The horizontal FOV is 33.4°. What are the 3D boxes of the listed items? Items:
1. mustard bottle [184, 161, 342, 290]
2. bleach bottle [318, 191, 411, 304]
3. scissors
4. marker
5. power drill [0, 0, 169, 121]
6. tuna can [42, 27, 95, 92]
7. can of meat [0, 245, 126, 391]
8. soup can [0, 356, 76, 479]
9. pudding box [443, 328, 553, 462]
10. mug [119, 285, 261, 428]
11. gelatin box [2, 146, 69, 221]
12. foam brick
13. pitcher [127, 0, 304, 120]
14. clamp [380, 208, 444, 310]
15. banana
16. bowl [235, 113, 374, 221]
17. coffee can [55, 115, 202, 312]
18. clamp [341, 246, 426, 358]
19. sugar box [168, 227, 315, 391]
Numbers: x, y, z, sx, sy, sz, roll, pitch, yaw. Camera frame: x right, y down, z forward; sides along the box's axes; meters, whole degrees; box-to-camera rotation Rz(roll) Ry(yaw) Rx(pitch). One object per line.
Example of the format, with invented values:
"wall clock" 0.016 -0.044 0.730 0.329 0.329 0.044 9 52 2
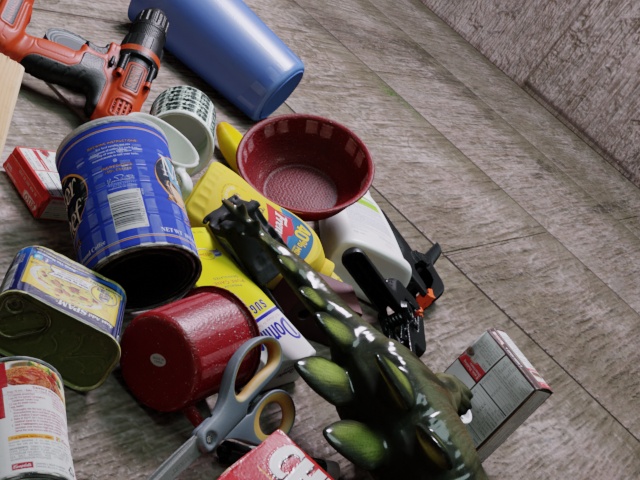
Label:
"mustard bottle" -0.057 0.001 1.142 0.191 0.058 0.096 34 40 -10
"bleach bottle" 0.046 -0.018 1.335 0.102 0.068 0.251 28 22 -16
"scissors" -0.075 0.159 0.814 0.096 0.016 0.201 59 45 -29
"marker" -0.035 0.182 0.878 0.120 0.020 0.020 19 28 -36
"power drill" -0.267 -0.219 1.181 0.187 0.057 0.184 25 56 -18
"tuna can" -0.289 -0.210 1.248 0.086 0.034 0.086 31 23 -15
"can of meat" -0.202 0.057 0.825 0.102 0.057 0.084 30 22 -17
"soup can" -0.191 0.133 0.677 0.068 0.069 0.102 21 28 -34
"pudding box" 0.169 0.160 1.102 0.039 0.114 0.090 14 32 -49
"mug" -0.103 0.100 0.861 0.081 0.093 0.117 -18 87 -58
"gelatin box" -0.245 -0.051 1.008 0.089 0.030 0.073 4 40 -53
"foam brick" -0.005 0.068 1.103 0.078 0.053 0.051 22 26 -30
"pitcher" -0.142 -0.282 1.508 0.243 0.145 0.149 43 35 5
"clamp" 0.128 0.033 1.388 0.120 0.039 0.171 19 34 -29
"banana" -0.055 -0.083 1.310 0.198 0.037 0.069 25 50 13
"bowl" -0.020 -0.075 1.245 0.162 0.055 0.162 4 49 -5
"coffee can" -0.168 -0.023 0.929 0.102 0.103 0.140 14 45 -43
"clamp" 0.078 0.077 1.158 0.164 0.036 0.209 68 13 0
"sugar box" -0.090 0.062 0.996 0.176 0.048 0.093 44 22 20
